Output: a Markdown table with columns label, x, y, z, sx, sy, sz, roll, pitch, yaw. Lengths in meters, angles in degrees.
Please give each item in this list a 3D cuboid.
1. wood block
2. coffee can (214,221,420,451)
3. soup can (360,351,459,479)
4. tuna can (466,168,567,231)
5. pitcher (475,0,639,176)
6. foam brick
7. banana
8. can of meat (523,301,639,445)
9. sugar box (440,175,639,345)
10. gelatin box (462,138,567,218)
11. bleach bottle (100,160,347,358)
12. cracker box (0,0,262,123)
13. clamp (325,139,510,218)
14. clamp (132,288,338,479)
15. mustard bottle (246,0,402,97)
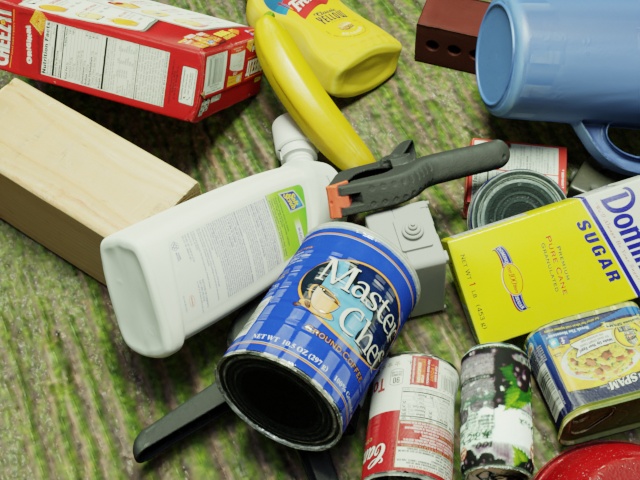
| label | x | y | z | sx | sy | sz | roll | pitch | yaw |
| --- | --- | --- | --- | --- | --- | --- | --- | --- | --- |
| wood block | -0.207 | -0.043 | 0.921 | 0.206 | 0.091 | 0.090 | 30 | 61 | 20 |
| coffee can | 0.000 | 0.069 | 0.792 | 0.103 | 0.103 | 0.140 | 22 | 51 | 15 |
| soup can | 0.069 | 0.143 | 0.801 | 0.068 | 0.068 | 0.102 | 6 | 56 | 5 |
| tuna can | 0.168 | -0.018 | 0.905 | 0.086 | 0.033 | 0.086 | 0 | 89 | 3 |
| pitcher | 0.266 | -0.148 | 0.938 | 0.242 | 0.145 | 0.149 | 0 | 43 | -12 |
| foam brick | 0.137 | -0.203 | 1.046 | 0.078 | 0.053 | 0.051 | 14 | 57 | 12 |
| banana | -0.009 | -0.133 | 0.960 | 0.069 | 0.037 | 0.198 | -17 | 73 | -56 |
| can of meat | 0.219 | 0.102 | 0.833 | 0.102 | 0.057 | 0.084 | -13 | 55 | -7 |
| sugar box | 0.196 | 0.016 | 0.862 | 0.176 | 0.048 | 0.093 | -19 | 92 | 1 |
| gelatin box | 0.174 | -0.051 | 0.955 | 0.089 | 0.030 | 0.073 | 6 | 57 | 5 |
| bleach bottle | -0.056 | 0.001 | 0.874 | 0.068 | 0.102 | 0.250 | 2 | 21 | 45 |
| cracker box | -0.176 | -0.176 | 0.981 | 0.214 | 0.072 | 0.164 | 16 | 21 | 12 |
| clamp | 0.077 | -0.056 | 0.896 | 0.120 | 0.039 | 0.171 | -5 | 18 | 40 |
| clamp | -0.047 | 0.109 | 0.842 | 0.164 | 0.036 | 0.210 | 12 | 56 | -1 |
| mustard bottle | -0.016 | -0.217 | 1.054 | 0.096 | 0.058 | 0.192 | -27 | 57 | -35 |
